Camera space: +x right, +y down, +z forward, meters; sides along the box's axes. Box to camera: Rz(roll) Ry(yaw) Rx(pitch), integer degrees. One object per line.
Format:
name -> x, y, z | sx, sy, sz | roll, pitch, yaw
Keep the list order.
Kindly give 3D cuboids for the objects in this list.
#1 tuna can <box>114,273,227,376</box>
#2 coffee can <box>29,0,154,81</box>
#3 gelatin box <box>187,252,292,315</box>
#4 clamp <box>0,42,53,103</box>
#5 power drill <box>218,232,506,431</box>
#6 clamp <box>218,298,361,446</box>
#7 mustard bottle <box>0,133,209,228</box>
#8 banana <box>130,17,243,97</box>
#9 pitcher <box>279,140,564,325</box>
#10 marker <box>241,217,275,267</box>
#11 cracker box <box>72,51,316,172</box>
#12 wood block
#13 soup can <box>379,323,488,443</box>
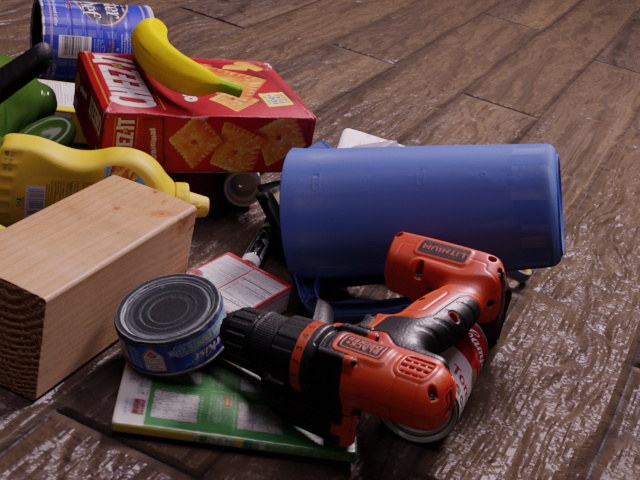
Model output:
tuna can -> -0.114, 0.063, 0.820 | 0.086, 0.034, 0.086 | -7, 36, 5
coffee can -> -0.287, -0.248, 1.342 | 0.140, 0.103, 0.103 | 0, 29, -23
gelatin box -> -0.079, 0.049, 0.929 | 0.073, 0.030, 0.089 | 26, 30, 23
clamp -> -0.338, -0.108, 0.962 | 0.165, 0.210, 0.036 | 9, -17, 15
power drill -> 0.042, 0.060, 0.799 | 0.185, 0.057, 0.187 | 18, 35, 27
clamp -> -0.026, 0.098, 0.817 | 0.120, 0.039, 0.171 | -9, 27, -14
mustard bottle -> -0.198, -0.040, 0.979 | 0.191, 0.096, 0.058 | 6, 27, -12
banana -> -0.152, -0.182, 1.064 | 0.069, 0.037, 0.198 | 11, 23, -40
pitcher -> 0.090, -0.015, 0.948 | 0.243, 0.149, 0.145 | -3, 13, 15
marker -> -0.057, 0.001, 1.044 | 0.020, 0.020, 0.121 | 15, 26, 5
cracker box -> -0.132, -0.133, 1.091 | 0.213, 0.072, 0.164 | 0, 29, -23
wood block -> -0.195, 0.029, 0.853 | 0.090, 0.091, 0.205 | 21, 28, 17
soup can -> 0.089, 0.106, 0.847 | 0.068, 0.068, 0.102 | 19, 28, 13
